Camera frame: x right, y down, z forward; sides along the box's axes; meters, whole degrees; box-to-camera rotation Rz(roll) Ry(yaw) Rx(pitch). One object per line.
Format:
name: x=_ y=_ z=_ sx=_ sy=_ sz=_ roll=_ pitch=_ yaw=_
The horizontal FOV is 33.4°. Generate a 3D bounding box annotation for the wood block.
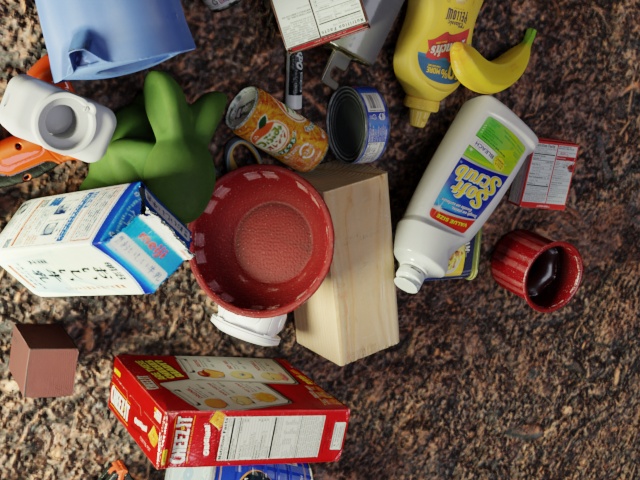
wood block: x=0.023 y=0.023 z=1.206 sx=0.090 sy=0.091 sz=0.206 roll=-18 pitch=114 yaw=-31

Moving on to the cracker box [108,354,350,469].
cracker box: x=-0.101 y=0.183 z=1.154 sx=0.213 sy=0.164 sz=0.072 roll=4 pitch=102 yaw=-30

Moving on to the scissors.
scissors: x=-0.090 y=-0.014 z=1.182 sx=0.096 sy=0.016 sz=0.202 roll=-17 pitch=114 yaw=-21

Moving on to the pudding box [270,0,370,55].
pudding box: x=-0.007 y=-0.256 z=1.088 sx=0.090 sy=0.039 sz=0.113 roll=-17 pitch=91 yaw=5

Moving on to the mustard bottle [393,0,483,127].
mustard bottle: x=0.129 y=-0.223 z=1.204 sx=0.096 sy=0.058 sz=0.192 roll=1 pitch=107 yaw=-41

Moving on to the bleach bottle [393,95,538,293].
bleach bottle: x=0.157 y=-0.044 z=1.222 sx=0.102 sy=0.068 sz=0.250 roll=39 pitch=64 yaw=-19

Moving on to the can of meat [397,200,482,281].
can of meat: x=0.143 y=-0.001 z=1.288 sx=0.083 sy=0.058 sz=0.102 roll=-4 pitch=108 yaw=-25

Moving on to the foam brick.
foam brick: x=-0.282 y=0.121 z=1.086 sx=0.051 sy=0.078 sz=0.053 roll=4 pitch=104 yaw=-28

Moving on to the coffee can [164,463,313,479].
coffee can: x=-0.094 y=0.281 z=1.227 sx=0.140 sy=0.103 sz=0.103 roll=20 pitch=96 yaw=-32

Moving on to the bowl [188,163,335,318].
bowl: x=-0.057 y=0.001 z=1.132 sx=0.162 sy=0.162 sz=0.055 roll=-65 pitch=166 yaw=4

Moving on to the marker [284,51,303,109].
marker: x=-0.028 y=-0.202 z=1.149 sx=0.020 sy=0.020 sz=0.121 roll=-6 pitch=110 yaw=-27

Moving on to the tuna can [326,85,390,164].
tuna can: x=0.041 y=-0.127 z=1.173 sx=0.033 sy=0.086 sz=0.086 roll=-6 pitch=109 yaw=-28

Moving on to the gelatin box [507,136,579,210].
gelatin box: x=0.282 y=-0.085 z=1.349 sx=0.073 sy=0.030 sz=0.089 roll=3 pitch=105 yaw=-28

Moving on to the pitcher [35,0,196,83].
pitcher: x=-0.202 y=-0.270 z=0.961 sx=0.144 sy=0.149 sz=0.243 roll=-18 pitch=101 yaw=-24

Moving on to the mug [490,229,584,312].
mug: x=0.281 y=0.034 z=1.358 sx=0.117 sy=0.082 sz=0.093 roll=-5 pitch=108 yaw=-27

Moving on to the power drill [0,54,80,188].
power drill: x=-0.319 y=-0.102 z=1.006 sx=0.187 sy=0.057 sz=0.184 roll=-30 pitch=118 yaw=-14

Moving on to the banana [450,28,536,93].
banana: x=0.194 y=-0.202 z=1.225 sx=0.197 sy=0.037 sz=0.069 roll=-24 pitch=117 yaw=-53
